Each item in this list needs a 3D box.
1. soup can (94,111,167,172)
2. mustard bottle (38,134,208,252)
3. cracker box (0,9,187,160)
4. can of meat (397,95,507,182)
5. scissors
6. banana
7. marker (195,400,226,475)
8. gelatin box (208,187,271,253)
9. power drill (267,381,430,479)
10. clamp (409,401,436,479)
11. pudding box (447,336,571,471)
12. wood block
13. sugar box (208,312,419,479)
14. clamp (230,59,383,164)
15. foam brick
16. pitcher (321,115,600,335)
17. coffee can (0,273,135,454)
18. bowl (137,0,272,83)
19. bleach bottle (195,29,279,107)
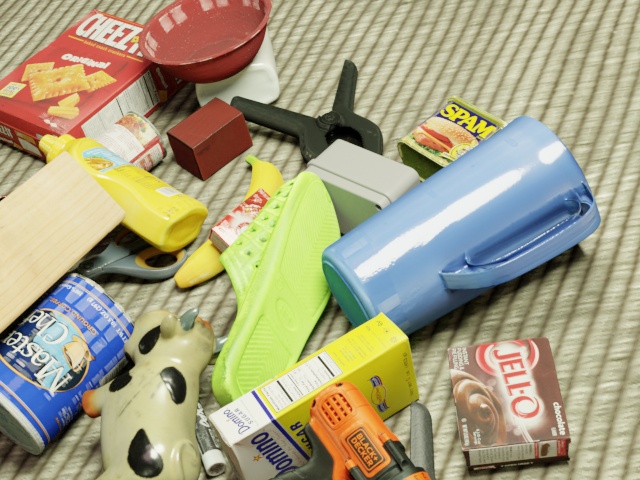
[{"bbox_3d":[-0.235,-0.091,1.221,0.069,0.068,0.102,28,60,34],"label":"soup can"},{"bbox_3d":[-0.218,-0.059,1.125,0.192,0.058,0.096,31,18,13],"label":"mustard bottle"},{"bbox_3d":[-0.292,-0.191,1.329,0.164,0.072,0.213,23,56,31],"label":"cracker box"},{"bbox_3d":[0.144,-0.096,1.134,0.083,0.057,0.102,-38,49,-18],"label":"can of meat"},{"bbox_3d":[-0.222,0.036,1.105,0.096,0.016,0.201,30,48,28],"label":"scissors"},{"bbox_3d":[-0.086,-0.021,1.140,0.070,0.037,0.197,-9,39,38],"label":"banana"},{"bbox_3d":[-0.113,0.164,0.978,0.020,0.020,0.121,-23,45,-8],"label":"marker"},{"bbox_3d":[-0.057,0.001,1.085,0.089,0.030,0.073,44,64,8],"label":"gelatin box"},{"bbox_3d":[0.002,0.228,0.825,0.187,0.057,0.184,-36,61,-2],"label":"power drill"},{"bbox_3d":[0.062,0.220,0.864,0.120,0.039,0.171,-28,48,3],"label":"clamp"},{"bbox_3d":[0.160,0.138,0.915,0.090,0.039,0.113,-8,46,6],"label":"pudding box"},{"bbox_3d":[-0.292,0.017,1.014,0.091,0.090,0.205,-35,11,45],"label":"wood block"},{"bbox_3d":[-0.001,0.143,0.916,0.176,0.093,0.048,-32,48,-15],"label":"sugar box"},{"bbox_3d":[-0.001,-0.125,1.209,0.164,0.036,0.210,-17,47,-13],"label":"clamp"},{"bbox_3d":[-0.127,-0.118,1.228,0.078,0.053,0.051,-38,49,-22],"label":"foam brick"},{"bbox_3d":[0.130,-0.001,0.994,0.242,0.149,0.145,-31,73,-11],"label":"pitcher"},{"bbox_3d":[-0.251,0.114,1.002,0.103,0.103,0.140,24,57,32],"label":"coffee can"},{"bbox_3d":[-0.127,-0.230,1.237,0.162,0.055,0.162,-11,41,9],"label":"bowl"},{"bbox_3d":[-0.117,-0.258,1.356,0.102,0.068,0.251,-15,43,0],"label":"bleach bottle"}]
